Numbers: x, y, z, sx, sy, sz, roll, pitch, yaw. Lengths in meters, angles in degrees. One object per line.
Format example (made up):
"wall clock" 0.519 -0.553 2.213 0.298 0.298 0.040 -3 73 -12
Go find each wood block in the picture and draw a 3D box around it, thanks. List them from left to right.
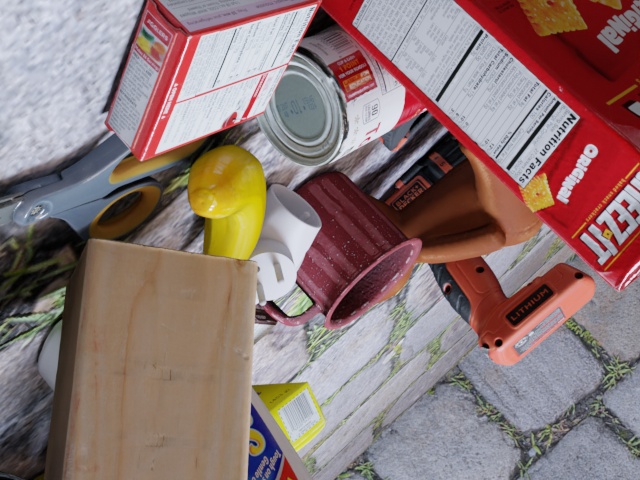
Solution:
"wood block" -0.089 0.115 0.535 0.090 0.206 0.091 8 159 -17

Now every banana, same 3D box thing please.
"banana" -0.051 -0.015 0.603 0.198 0.037 0.069 101 -2 -71

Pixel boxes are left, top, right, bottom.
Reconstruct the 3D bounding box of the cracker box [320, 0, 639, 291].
"cracker box" 0.127 -0.100 0.535 0.163 0.214 0.072 -31 160 -41

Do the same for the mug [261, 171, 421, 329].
"mug" 0.004 0.012 0.773 0.117 0.081 0.093 -40 163 -8

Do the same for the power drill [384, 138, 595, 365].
"power drill" 0.143 -0.002 0.910 0.184 0.188 0.057 -43 150 5

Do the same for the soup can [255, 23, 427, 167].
"soup can" 0.020 -0.088 0.575 0.102 0.068 0.069 -32 161 -39

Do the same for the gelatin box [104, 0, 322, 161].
"gelatin box" -0.049 -0.082 0.485 0.089 0.030 0.073 -29 158 -45

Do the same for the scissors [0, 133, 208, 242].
"scissors" -0.131 -0.009 0.495 0.201 0.016 0.096 -32 161 -37
